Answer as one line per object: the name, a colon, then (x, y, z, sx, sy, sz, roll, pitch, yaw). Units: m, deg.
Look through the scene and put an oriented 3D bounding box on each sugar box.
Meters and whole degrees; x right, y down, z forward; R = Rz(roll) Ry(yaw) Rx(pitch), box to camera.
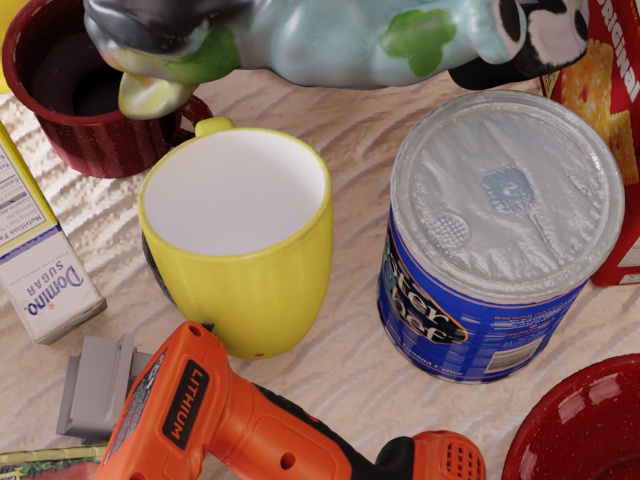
sugar box: (-0.171, -0.031, 0.546, 0.048, 0.093, 0.176, -34, 91, -12)

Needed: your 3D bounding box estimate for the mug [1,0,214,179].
mug: (-0.112, -0.082, 0.600, 0.117, 0.081, 0.093, 21, 69, 9)

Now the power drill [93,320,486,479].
power drill: (-0.007, 0.131, 0.463, 0.187, 0.057, 0.184, 32, 36, -15)

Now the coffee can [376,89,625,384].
coffee can: (0.082, 0.004, 0.531, 0.103, 0.140, 0.103, 0, 67, 0)
